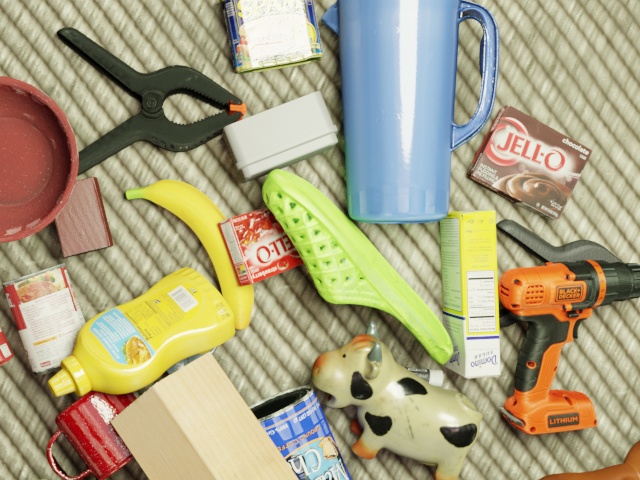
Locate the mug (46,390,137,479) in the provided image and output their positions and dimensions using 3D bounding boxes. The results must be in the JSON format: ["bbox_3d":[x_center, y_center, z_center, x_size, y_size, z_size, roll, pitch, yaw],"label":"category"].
[{"bbox_3d":[-0.232,0.201,1.113,0.117,0.093,0.081,-37,90,-16],"label":"mug"}]

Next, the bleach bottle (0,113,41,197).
[{"bbox_3d":[-0.413,-0.126,1.103,0.250,0.068,0.102,18,89,-5],"label":"bleach bottle"}]

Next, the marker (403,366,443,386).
[{"bbox_3d":[0.076,0.148,1.186,0.121,0.020,0.020,6,90,-7],"label":"marker"}]

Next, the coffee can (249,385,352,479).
[{"bbox_3d":[-0.027,0.239,1.133,0.102,0.103,0.140,-23,93,-6],"label":"coffee can"}]

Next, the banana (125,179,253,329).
[{"bbox_3d":[-0.123,0.003,1.155,0.070,0.037,0.198,-38,93,17],"label":"banana"}]

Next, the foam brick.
[{"bbox_3d":[-0.254,-0.025,1.127,0.051,0.053,0.078,-13,92,-7],"label":"foam brick"}]

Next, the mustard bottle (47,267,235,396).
[{"bbox_3d":[-0.188,0.104,1.086,0.191,0.058,0.096,-29,53,-26],"label":"mustard bottle"}]

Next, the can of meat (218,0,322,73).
[{"bbox_3d":[-0.052,-0.228,1.148,0.102,0.057,0.084,-11,95,-6],"label":"can of meat"}]

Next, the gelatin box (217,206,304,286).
[{"bbox_3d":[-0.057,0.001,1.144,0.089,0.030,0.073,-20,92,-37],"label":"gelatin box"}]

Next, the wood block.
[{"bbox_3d":[-0.101,0.228,1.057,0.091,0.090,0.206,-41,82,37],"label":"wood block"}]

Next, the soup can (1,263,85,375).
[{"bbox_3d":[-0.284,0.082,1.117,0.068,0.068,0.102,-19,94,-7],"label":"soup can"}]

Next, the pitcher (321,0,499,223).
[{"bbox_3d":[0.093,-0.141,1.130,0.144,0.149,0.243,-3,95,-33],"label":"pitcher"}]

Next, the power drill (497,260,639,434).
[{"bbox_3d":[0.273,0.112,1.168,0.184,0.057,0.188,-2,104,-20],"label":"power drill"}]

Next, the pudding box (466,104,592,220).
[{"bbox_3d":[0.233,-0.086,1.193,0.113,0.039,0.090,27,87,-7],"label":"pudding box"}]

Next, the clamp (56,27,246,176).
[{"bbox_3d":[-0.187,-0.133,1.139,0.210,0.036,0.164,8,82,-10],"label":"clamp"}]

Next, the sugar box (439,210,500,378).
[{"bbox_3d":[0.162,0.056,1.159,0.048,0.093,0.176,-5,92,-7],"label":"sugar box"}]

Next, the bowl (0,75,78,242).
[{"bbox_3d":[-0.314,-0.078,1.048,0.162,0.055,0.162,0,92,-2],"label":"bowl"}]

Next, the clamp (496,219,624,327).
[{"bbox_3d":[0.267,0.048,1.200,0.171,0.039,0.120,10,100,-9],"label":"clamp"}]
